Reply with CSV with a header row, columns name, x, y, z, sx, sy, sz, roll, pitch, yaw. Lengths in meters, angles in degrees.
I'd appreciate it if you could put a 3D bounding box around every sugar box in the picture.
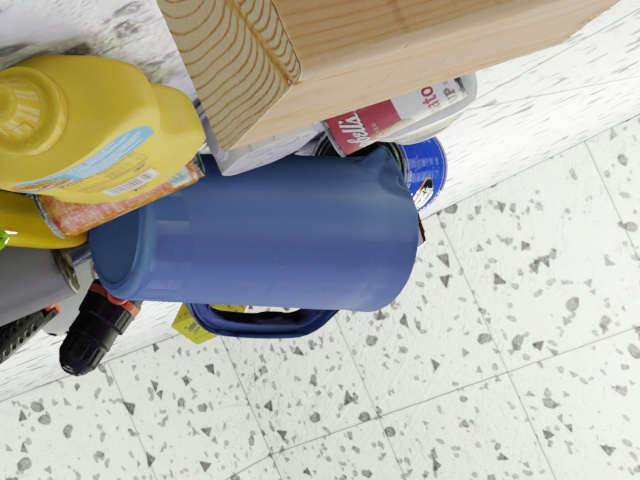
name,x,y,z,sx,sy,sz,roll,pitch,yaw
sugar box,-0.097,0.025,1.195,0.094,0.048,0.176,-26,-144,47

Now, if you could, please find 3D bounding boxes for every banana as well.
name,x,y,z,sx,sy,sz,roll,pitch,yaw
banana,-0.212,-0.009,0.710,0.037,0.069,0.198,-60,179,4

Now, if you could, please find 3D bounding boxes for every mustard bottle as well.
name,x,y,z,sx,sy,sz,roll,pitch,yaw
mustard bottle,-0.129,-0.058,0.565,0.096,0.058,0.191,-23,176,7

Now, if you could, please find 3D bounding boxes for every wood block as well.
name,x,y,z,sx,sy,sz,roll,pitch,yaw
wood block,0.041,-0.122,0.482,0.205,0.091,0.090,-21,174,-29

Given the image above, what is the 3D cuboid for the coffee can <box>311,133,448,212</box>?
name,x,y,z,sx,sy,sz,roll,pitch,yaw
coffee can,0.063,-0.073,1.100,0.103,0.103,0.140,-26,175,24

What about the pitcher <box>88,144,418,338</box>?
name,x,y,z,sx,sy,sz,roll,pitch,yaw
pitcher,-0.056,0.001,0.845,0.242,0.149,0.145,1,171,-35

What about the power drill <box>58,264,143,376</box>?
name,x,y,z,sx,sy,sz,roll,pitch,yaw
power drill,-0.172,0.030,0.947,0.184,0.057,0.188,-62,-171,-20

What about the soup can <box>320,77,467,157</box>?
name,x,y,z,sx,sy,sz,roll,pitch,yaw
soup can,0.047,-0.113,0.775,0.102,0.068,0.068,-25,175,10
